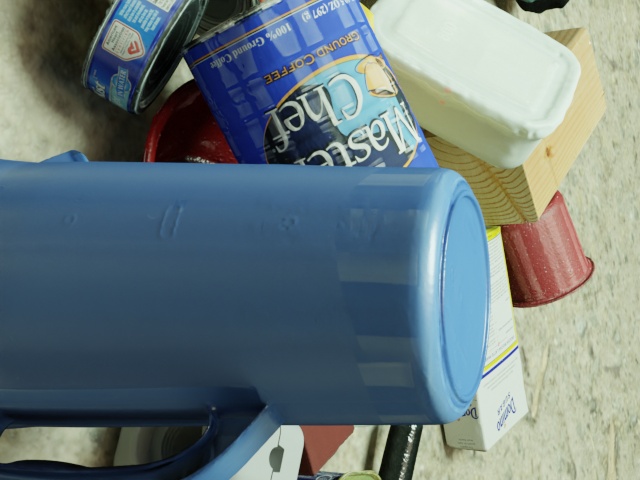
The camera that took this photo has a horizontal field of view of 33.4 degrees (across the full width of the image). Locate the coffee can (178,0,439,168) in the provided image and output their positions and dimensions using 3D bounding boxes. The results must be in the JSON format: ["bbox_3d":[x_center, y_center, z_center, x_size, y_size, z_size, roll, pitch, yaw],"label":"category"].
[{"bbox_3d":[-0.001,-0.065,0.595,0.102,0.103,0.140,-37,104,-49],"label":"coffee can"}]

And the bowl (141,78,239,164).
[{"bbox_3d":[-0.055,-0.016,0.641,0.161,0.055,0.162,18,63,-41],"label":"bowl"}]

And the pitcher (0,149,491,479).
[{"bbox_3d":[-0.053,0.034,0.482,0.144,0.243,0.149,-26,114,-67],"label":"pitcher"}]

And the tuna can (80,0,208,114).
[{"bbox_3d":[-0.094,-0.113,0.585,0.033,0.086,0.086,30,53,-3],"label":"tuna can"}]

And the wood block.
[{"bbox_3d":[0.179,-0.106,0.963,0.205,0.090,0.091,-49,126,-45],"label":"wood block"}]

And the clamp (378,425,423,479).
[{"bbox_3d":[0.048,0.213,0.793,0.171,0.039,0.120,-44,120,-47],"label":"clamp"}]

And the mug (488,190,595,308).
[{"bbox_3d":[0.193,-0.001,0.985,0.117,0.093,0.081,-88,155,-69],"label":"mug"}]
